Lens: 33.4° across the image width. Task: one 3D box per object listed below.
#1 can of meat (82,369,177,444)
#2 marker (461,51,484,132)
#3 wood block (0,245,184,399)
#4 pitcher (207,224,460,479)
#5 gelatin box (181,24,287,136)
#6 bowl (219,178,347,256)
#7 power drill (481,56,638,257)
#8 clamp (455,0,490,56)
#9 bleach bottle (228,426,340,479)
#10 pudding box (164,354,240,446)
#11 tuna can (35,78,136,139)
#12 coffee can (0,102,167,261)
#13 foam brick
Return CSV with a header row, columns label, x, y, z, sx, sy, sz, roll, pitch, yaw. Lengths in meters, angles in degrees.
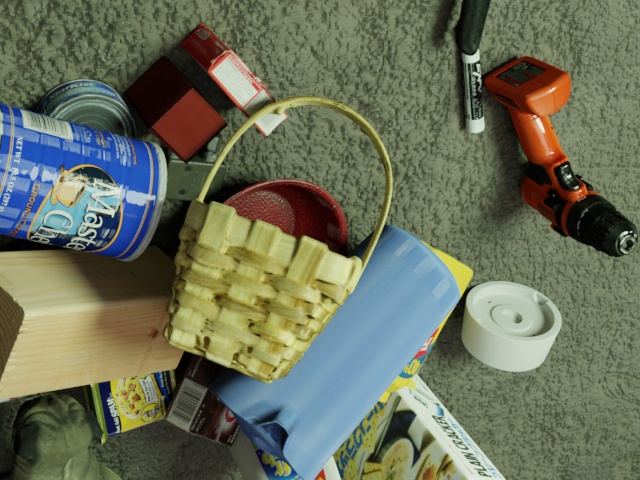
label,x,y,z,sx,sy,sz,roll,pitch,yaw
can of meat,-0.191,0.142,1.060,0.083,0.057,0.102,-16,125,-20
marker,0.151,-0.164,1.065,0.020,0.020,0.121,-20,125,-14
wood block,-0.211,0.066,0.933,0.205,0.090,0.091,-2,124,-53
pitcher,0.016,0.104,1.033,0.242,0.149,0.145,-46,136,-10
gelatin box,-0.075,-0.141,0.934,0.030,0.073,0.089,-42,127,1
bowl,-0.057,0.001,1.040,0.162,0.055,0.162,-13,124,-20
power drill,0.238,-0.082,1.067,0.057,0.185,0.187,-29,118,-8
clamp,0.176,-0.296,0.985,0.164,0.036,0.210,-29,123,-18
bleach bottle,-0.020,0.242,1.081,0.102,0.251,0.068,-14,124,-19
pudding box,-0.100,0.145,1.079,0.113,0.039,0.090,-63,148,-7
tuna can,-0.203,-0.094,0.924,0.086,0.034,0.086,-12,123,-19
coffee can,-0.209,-0.046,0.862,0.140,0.103,0.103,13,112,-32
foam brick,-0.125,-0.113,0.923,0.051,0.078,0.053,-44,130,3
